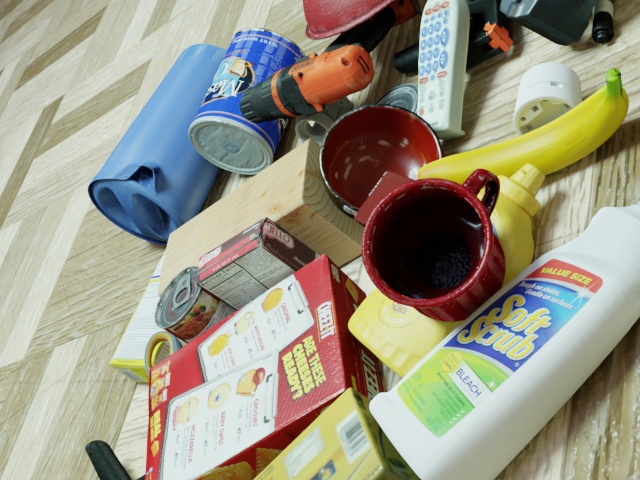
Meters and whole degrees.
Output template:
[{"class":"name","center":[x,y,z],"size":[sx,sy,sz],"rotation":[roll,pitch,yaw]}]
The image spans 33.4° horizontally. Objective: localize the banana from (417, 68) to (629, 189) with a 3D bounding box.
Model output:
[{"class":"banana","center":[0.169,-0.078,0.846],"size":[0.198,0.069,0.037],"rotation":[-29,40,39]}]

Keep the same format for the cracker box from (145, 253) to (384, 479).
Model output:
[{"class":"cracker box","center":[-0.051,0.135,0.914],"size":[0.214,0.072,0.164],"rotation":[-33,36,20]}]

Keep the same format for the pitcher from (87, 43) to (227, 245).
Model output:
[{"class":"pitcher","center":[-0.176,-0.119,1.329],"size":[0.149,0.145,0.242],"rotation":[-2,52,41]}]

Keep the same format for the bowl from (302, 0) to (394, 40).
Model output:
[{"class":"bowl","center":[0.037,-0.279,1.109],"size":[0.162,0.055,0.162],"rotation":[-31,25,16]}]

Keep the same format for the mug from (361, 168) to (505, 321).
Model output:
[{"class":"mug","center":[0.092,0.002,0.765],"size":[0.093,0.081,0.117],"rotation":[30,86,26]}]

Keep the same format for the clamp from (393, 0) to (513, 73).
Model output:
[{"class":"clamp","center":[0.145,-0.216,1.058],"size":[0.120,0.039,0.172],"rotation":[-61,28,-4]}]

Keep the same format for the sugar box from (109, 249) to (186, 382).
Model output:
[{"class":"sugar box","center":[-0.159,0.070,1.173],"size":[0.094,0.048,0.176],"rotation":[-6,51,50]}]

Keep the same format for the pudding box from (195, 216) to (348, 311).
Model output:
[{"class":"pudding box","center":[-0.044,0.036,0.978],"size":[0.090,0.113,0.039],"rotation":[-29,37,35]}]

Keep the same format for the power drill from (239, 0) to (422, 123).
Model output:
[{"class":"power drill","center":[0.013,-0.201,1.143],"size":[0.185,0.057,0.187],"rotation":[-10,36,46]}]

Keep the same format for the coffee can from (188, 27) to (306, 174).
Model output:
[{"class":"coffee can","center":[-0.083,-0.163,1.254],"size":[0.103,0.102,0.140],"rotation":[-14,47,48]}]

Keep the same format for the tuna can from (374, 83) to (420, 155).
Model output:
[{"class":"tuna can","center":[0.077,-0.111,1.044],"size":[0.086,0.033,0.086],"rotation":[-35,34,28]}]

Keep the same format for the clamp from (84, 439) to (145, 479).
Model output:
[{"class":"clamp","center":[-0.183,0.274,0.998],"size":[0.210,0.036,0.164],"rotation":[-6,64,48]}]

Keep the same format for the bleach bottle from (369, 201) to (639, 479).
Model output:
[{"class":"bleach bottle","center":[0.150,0.060,0.734],"size":[0.251,0.068,0.103],"rotation":[-48,34,5]}]

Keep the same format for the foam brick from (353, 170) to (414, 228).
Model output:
[{"class":"foam brick","center":[0.078,-0.014,0.897],"size":[0.053,0.078,0.051],"rotation":[-55,31,-3]}]

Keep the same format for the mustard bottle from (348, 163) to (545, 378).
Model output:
[{"class":"mustard bottle","center":[0.110,0.020,0.834],"size":[0.191,0.058,0.096],"rotation":[-52,39,1]}]

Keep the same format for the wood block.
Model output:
[{"class":"wood block","center":[-0.057,0.001,1.058],"size":[0.206,0.090,0.090],"rotation":[-32,36,33]}]

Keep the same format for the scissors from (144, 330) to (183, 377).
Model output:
[{"class":"scissors","center":[-0.115,0.159,1.038],"size":[0.096,0.016,0.202],"rotation":[-25,51,-5]}]

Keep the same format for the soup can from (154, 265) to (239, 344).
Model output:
[{"class":"soup can","center":[-0.098,0.078,1.021],"size":[0.069,0.102,0.068],"rotation":[-35,34,28]}]
